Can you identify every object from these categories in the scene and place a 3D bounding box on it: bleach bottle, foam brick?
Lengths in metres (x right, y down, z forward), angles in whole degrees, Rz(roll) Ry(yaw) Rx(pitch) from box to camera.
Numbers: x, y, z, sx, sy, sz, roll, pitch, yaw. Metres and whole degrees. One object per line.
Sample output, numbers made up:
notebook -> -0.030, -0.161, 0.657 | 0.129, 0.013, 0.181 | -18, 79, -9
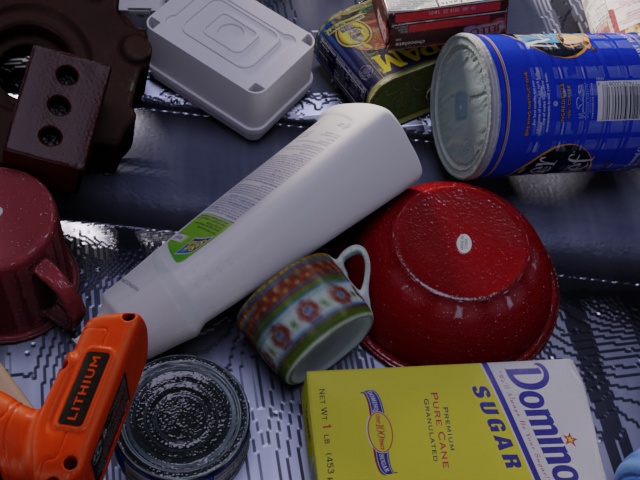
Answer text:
bleach bottle -> -0.055, 0.001, 0.708 | 0.250, 0.103, 0.068 | -37, 108, -18
foam brick -> -0.172, -0.078, 0.695 | 0.053, 0.051, 0.078 | 14, 70, -12

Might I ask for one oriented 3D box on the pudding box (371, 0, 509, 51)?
pudding box -> 0.084, -0.191, 0.798 | 0.090, 0.039, 0.113 | -7, 48, -3

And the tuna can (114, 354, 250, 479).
tuna can -> -0.086, 0.114, 0.657 | 0.086, 0.034, 0.086 | 3, 57, -4

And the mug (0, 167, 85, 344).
mug -> -0.197, 0.014, 0.682 | 0.117, 0.081, 0.093 | 37, 61, 18

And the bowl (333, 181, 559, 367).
bowl -> 0.090, 0.015, 0.726 | 0.162, 0.055, 0.162 | 3, 57, -4

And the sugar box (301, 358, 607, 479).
sugar box -> 0.080, 0.124, 0.659 | 0.176, 0.048, 0.093 | -4, 58, -7

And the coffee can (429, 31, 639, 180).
coffee can -> 0.163, -0.098, 0.768 | 0.140, 0.103, 0.103 | -4, 57, -17

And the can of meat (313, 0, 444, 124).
can of meat -> 0.057, -0.142, 0.824 | 0.102, 0.057, 0.084 | -24, 60, -20

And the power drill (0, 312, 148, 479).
power drill -> -0.191, 0.057, 0.562 | 0.187, 0.057, 0.184 | 12, 60, 5
